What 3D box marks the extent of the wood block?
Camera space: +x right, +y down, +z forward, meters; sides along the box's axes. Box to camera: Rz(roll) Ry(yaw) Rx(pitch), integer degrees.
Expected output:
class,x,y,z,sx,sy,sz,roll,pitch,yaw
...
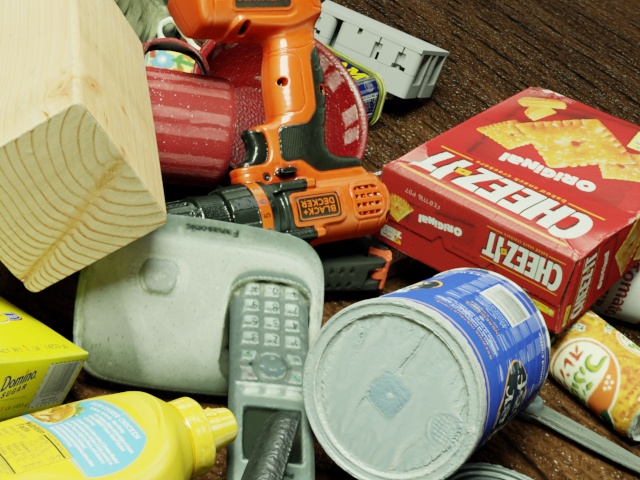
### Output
class,x,y,z,sx,sy,sz,roll,pitch,yaw
wood block,-0.157,-0.080,0.633,0.091,0.090,0.206,-27,39,7

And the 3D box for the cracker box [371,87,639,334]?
class,x,y,z,sx,sy,sz,roll,pitch,yaw
cracker box,0.168,-0.036,0.805,0.164,0.072,0.213,28,39,30

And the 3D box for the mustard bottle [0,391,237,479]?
class,x,y,z,sx,sy,sz,roll,pitch,yaw
mustard bottle,-0.124,0.113,0.504,0.191,0.058,0.096,-13,19,-35

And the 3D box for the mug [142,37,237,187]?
class,x,y,z,sx,sy,sz,roll,pitch,yaw
mug,-0.109,-0.094,0.780,0.081,0.093,0.117,6,68,-17

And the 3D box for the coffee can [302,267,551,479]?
class,x,y,z,sx,sy,sz,roll,pitch,yaw
coffee can,0.066,0.074,0.616,0.103,0.103,0.140,30,18,20

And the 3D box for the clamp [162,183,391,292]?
class,x,y,z,sx,sy,sz,roll,pitch,yaw
clamp,-0.055,0.001,0.773,0.210,0.036,0.164,18,30,7

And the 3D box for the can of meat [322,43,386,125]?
class,x,y,z,sx,sy,sz,roll,pitch,yaw
can of meat,-0.003,-0.144,1.027,0.102,0.057,0.083,34,36,28

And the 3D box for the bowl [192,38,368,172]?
class,x,y,z,sx,sy,sz,roll,pitch,yaw
bowl,-0.042,-0.102,0.894,0.161,0.055,0.162,12,62,-25

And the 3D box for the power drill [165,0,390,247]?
class,x,y,z,sx,sy,sz,roll,pitch,yaw
power drill,-0.049,-0.080,0.722,0.184,0.187,0.057,-9,-3,-32

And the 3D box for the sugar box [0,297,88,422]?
class,x,y,z,sx,sy,sz,roll,pitch,yaw
sugar box,-0.224,0.037,0.585,0.176,0.048,0.093,31,7,18
